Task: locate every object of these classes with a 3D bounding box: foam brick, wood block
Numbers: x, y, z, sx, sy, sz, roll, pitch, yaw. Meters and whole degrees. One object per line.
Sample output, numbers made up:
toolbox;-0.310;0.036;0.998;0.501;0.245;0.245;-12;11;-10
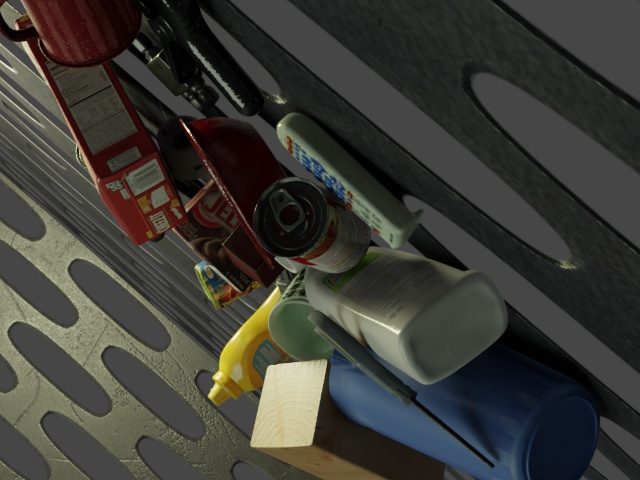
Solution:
foam brick;-0.057;0.001;1.143;0.051;0.078;0.053;34;165;24
wood block;0.036;0.207;1.124;0.090;0.091;0.205;-12;146;43

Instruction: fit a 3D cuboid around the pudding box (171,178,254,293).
pudding box;-0.101;-0.011;1.202;0.113;0.090;0.039;45;168;-17

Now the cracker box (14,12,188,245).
cracker box;-0.224;-0.121;1.101;0.214;0.072;0.164;59;173;21

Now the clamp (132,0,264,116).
clamp;-0.118;-0.174;0.846;0.120;0.039;0.171;17;146;51

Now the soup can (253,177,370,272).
soup can;-0.005;-0.011;0.916;0.069;0.068;0.102;35;-174;25

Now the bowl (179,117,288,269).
bowl;-0.065;-0.055;0.980;0.162;0.055;0.162;57;175;7

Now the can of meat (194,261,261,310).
can of meat;-0.114;0.043;1.390;0.057;0.084;0.102;58;170;14

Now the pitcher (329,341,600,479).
pitcher;0.137;0.147;0.981;0.243;0.149;0.145;20;131;50

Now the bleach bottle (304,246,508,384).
bleach bottle;0.056;0.045;0.956;0.068;0.102;0.251;61;166;-24

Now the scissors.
scissors;0.058;0.117;0.894;0.202;0.016;0.096;35;171;39

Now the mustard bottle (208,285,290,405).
mustard bottle;-0.069;0.128;1.326;0.058;0.191;0.096;35;165;28

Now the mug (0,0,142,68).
mug;-0.217;-0.201;0.889;0.081;0.117;0.093;73;180;-57
